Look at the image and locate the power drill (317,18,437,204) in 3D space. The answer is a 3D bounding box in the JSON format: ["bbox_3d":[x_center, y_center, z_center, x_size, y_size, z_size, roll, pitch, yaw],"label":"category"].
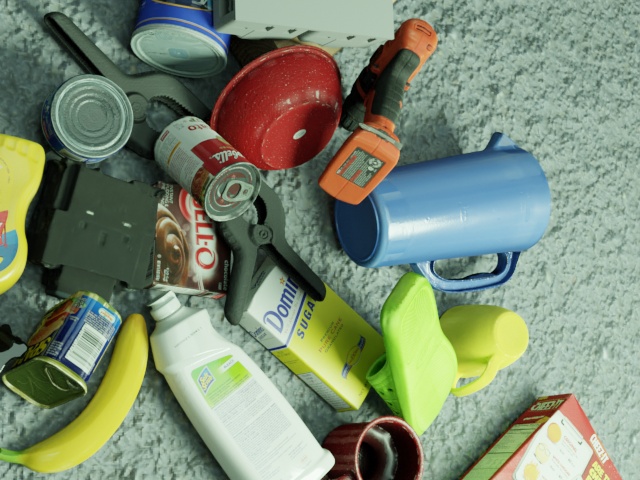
[{"bbox_3d":[0.053,-0.132,1.171,0.057,0.185,0.187,26,52,-11],"label":"power drill"}]

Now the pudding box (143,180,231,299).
[{"bbox_3d":[-0.140,0.000,1.123,0.089,0.039,0.113,10,75,-31],"label":"pudding box"}]

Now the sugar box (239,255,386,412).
[{"bbox_3d":[-0.008,0.100,1.183,0.176,0.048,0.093,44,58,-20],"label":"sugar box"}]

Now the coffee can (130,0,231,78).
[{"bbox_3d":[-0.137,-0.260,1.140,0.102,0.103,0.140,20,69,-28],"label":"coffee can"}]

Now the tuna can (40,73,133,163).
[{"bbox_3d":[-0.229,-0.120,1.053,0.086,0.034,0.086,3,85,-28],"label":"tuna can"}]

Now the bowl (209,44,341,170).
[{"bbox_3d":[-0.035,-0.128,1.144,0.161,0.162,0.055,-10,49,-34],"label":"bowl"}]

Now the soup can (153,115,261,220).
[{"bbox_3d":[-0.117,-0.075,1.089,0.068,0.102,0.068,-27,139,-26],"label":"soup can"}]

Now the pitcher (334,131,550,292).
[{"bbox_3d":[0.143,-0.026,1.264,0.242,0.145,0.149,-10,56,-30],"label":"pitcher"}]

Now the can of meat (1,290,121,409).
[{"bbox_3d":[-0.239,0.102,0.996,0.057,0.102,0.083,41,52,-20],"label":"can of meat"}]

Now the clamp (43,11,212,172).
[{"bbox_3d":[-0.204,-0.127,1.109,0.209,0.036,0.164,18,78,-30],"label":"clamp"}]

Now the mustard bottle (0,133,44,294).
[{"bbox_3d":[-0.320,-0.004,0.993,0.096,0.058,0.191,10,75,-12],"label":"mustard bottle"}]

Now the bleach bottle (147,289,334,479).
[{"bbox_3d":[-0.092,0.158,1.104,0.102,0.068,0.251,-38,101,-32],"label":"bleach bottle"}]

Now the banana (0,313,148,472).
[{"bbox_3d":[-0.221,0.159,1.039,0.069,0.037,0.197,50,59,-15],"label":"banana"}]

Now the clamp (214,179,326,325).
[{"bbox_3d":[-0.057,0.001,1.132,0.120,0.039,0.171,-3,80,-36],"label":"clamp"}]

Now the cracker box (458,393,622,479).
[{"bbox_3d":[0.265,0.315,1.300,0.213,0.072,0.164,-37,101,-34],"label":"cracker box"}]

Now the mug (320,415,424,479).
[{"bbox_3d":[0.044,0.245,1.165,0.117,0.082,0.093,-27,95,-34],"label":"mug"}]
